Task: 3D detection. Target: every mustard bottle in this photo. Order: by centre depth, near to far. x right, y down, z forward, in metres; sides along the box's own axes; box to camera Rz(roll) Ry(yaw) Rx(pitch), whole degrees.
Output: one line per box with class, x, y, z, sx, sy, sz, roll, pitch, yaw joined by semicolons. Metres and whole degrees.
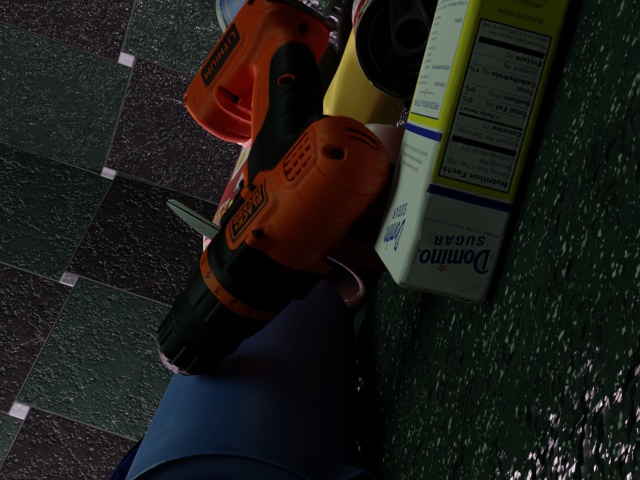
mustard bottle;0.054;-0.162;0.752;0.096;0.058;0.192;-57;-10;-50

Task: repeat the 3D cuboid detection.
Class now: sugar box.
sugar box;0.069;-0.068;0.470;0.093;0.048;0.176;-107;29;-80

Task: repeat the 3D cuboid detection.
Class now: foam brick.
foam brick;0.020;-0.019;0.642;0.051;0.078;0.053;129;155;-70

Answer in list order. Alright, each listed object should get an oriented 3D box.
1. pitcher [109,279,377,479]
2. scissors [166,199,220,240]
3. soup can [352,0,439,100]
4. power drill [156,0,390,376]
pitcher;-0.047;0.117;0.650;0.242;0.149;0.145;-80;7;-64
scissors;-0.056;0.001;0.962;0.096;0.202;0.016;-50;-22;24
soup can;0.054;-0.131;0.651;0.102;0.068;0.068;-89;15;-69
power drill;-0.038;-0.037;0.599;0.185;0.057;0.187;-47;36;32
